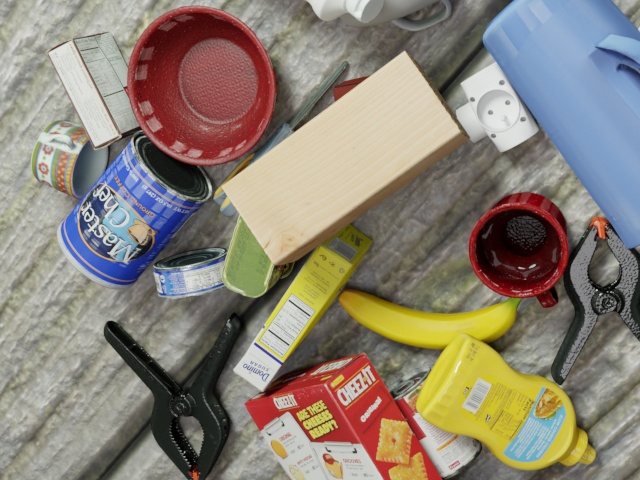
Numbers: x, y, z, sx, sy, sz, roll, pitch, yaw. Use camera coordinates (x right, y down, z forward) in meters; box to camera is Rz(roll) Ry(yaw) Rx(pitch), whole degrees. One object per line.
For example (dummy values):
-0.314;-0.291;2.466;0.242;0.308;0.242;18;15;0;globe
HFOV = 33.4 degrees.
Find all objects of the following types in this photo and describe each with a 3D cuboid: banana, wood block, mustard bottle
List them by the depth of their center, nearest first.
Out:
0.026;-0.073;0.986;0.206;0.090;0.091;-36;84;12;wood block
0.199;0.177;1.079;0.191;0.058;0.096;30;91;-13;mustard bottle
0.117;0.080;1.105;0.198;0.037;0.069;-3;100;18;banana

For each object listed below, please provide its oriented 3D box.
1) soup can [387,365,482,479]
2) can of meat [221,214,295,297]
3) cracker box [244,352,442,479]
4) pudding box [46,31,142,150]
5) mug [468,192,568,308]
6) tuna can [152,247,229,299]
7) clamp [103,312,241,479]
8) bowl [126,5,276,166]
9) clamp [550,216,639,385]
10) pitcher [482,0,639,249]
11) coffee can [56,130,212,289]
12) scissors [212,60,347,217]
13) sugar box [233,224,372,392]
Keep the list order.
0.115;0.192;1.120;0.069;0.068;0.102;-33;94;22;soup can
-0.057;0.001;1.108;0.057;0.083;0.102;22;110;9;can of meat
0.036;0.233;1.121;0.164;0.072;0.213;-24;99;53;cracker box
-0.227;-0.158;1.110;0.039;0.090;0.113;-24;98;21;pudding box
0.201;0.010;1.034;0.093;0.081;0.117;-28;96;22;mug
-0.135;0.034;1.140;0.086;0.086;0.034;-7;102;18;tuna can
-0.164;0.178;1.215;0.165;0.036;0.210;2;106;16;clamp
-0.114;-0.160;1.094;0.162;0.055;0.162;5;107;15;bowl
0.291;0.063;1.047;0.120;0.039;0.171;1;104;4;clamp
0.260;-0.125;0.945;0.149;0.144;0.243;-40;87;34;pitcher
-0.197;-0.031;1.130;0.103;0.102;0.140;44;112;1;coffee can
-0.043;-0.095;1.078;0.016;0.096;0.202;38;117;-19;scissors
-0.017;0.069;1.111;0.048;0.093;0.176;34;113;6;sugar box
